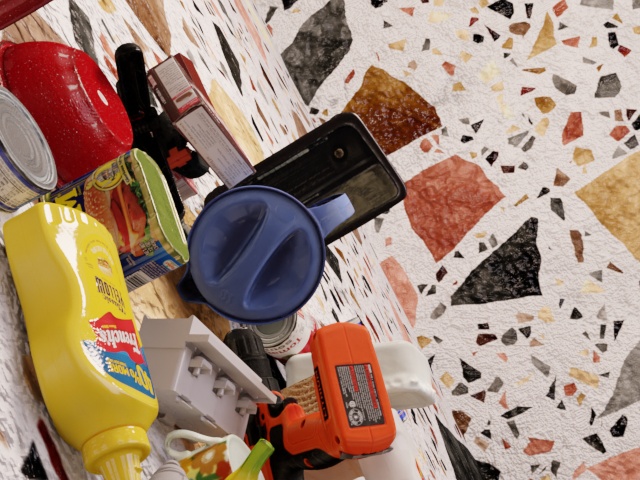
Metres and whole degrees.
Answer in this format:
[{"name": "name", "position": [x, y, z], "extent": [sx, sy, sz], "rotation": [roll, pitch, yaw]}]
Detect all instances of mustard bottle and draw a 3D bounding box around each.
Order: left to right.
[{"name": "mustard bottle", "position": [-0.147, 0.072, 0.681], "extent": [0.096, 0.058, 0.192], "rotation": [48, 18, -58]}]

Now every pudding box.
[{"name": "pudding box", "position": [-0.116, -0.114, 1.040], "extent": [0.113, 0.039, 0.090], "rotation": [49, 4, -48]}]

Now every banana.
[{"name": "banana", "position": [-0.054, 0.217, 0.727], "extent": [0.037, 0.069, 0.198], "rotation": [42, -33, 32]}]

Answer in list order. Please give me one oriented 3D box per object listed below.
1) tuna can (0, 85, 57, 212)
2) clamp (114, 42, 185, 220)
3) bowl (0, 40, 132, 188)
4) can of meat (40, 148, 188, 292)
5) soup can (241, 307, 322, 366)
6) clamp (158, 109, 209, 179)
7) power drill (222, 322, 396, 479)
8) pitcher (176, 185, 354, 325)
[{"name": "tuna can", "position": [-0.220, -0.065, 0.741], "extent": [0.086, 0.034, 0.086], "rotation": [61, 8, -15]}, {"name": "clamp", "position": [-0.169, -0.100, 1.027], "extent": [0.210, 0.036, 0.164], "rotation": [-160, -125, -76]}, {"name": "bowl", "position": [-0.206, -0.109, 0.904], "extent": [0.162, 0.055, 0.162], "rotation": [61, 9, -16]}, {"name": "can of meat", "position": [-0.154, -0.009, 0.807], "extent": [0.102, 0.084, 0.057], "rotation": [68, 9, 28]}, {"name": "soup can", "position": [-0.042, 0.103, 1.229], "extent": [0.068, 0.068, 0.102], "rotation": [67, 9, 26]}, {"name": "clamp", "position": [-0.150, -0.120, 1.147], "extent": [0.120, 0.039, 0.171], "rotation": [53, 9, -9]}, {"name": "power drill", "position": [-0.020, 0.136, 0.899], "extent": [0.057, 0.188, 0.184], "rotation": [-3, 67, -33]}, {"name": "pitcher", "position": [-0.057, 0.001, 1.122], "extent": [0.243, 0.149, 0.145], "rotation": [-120, -135, -85]}]
